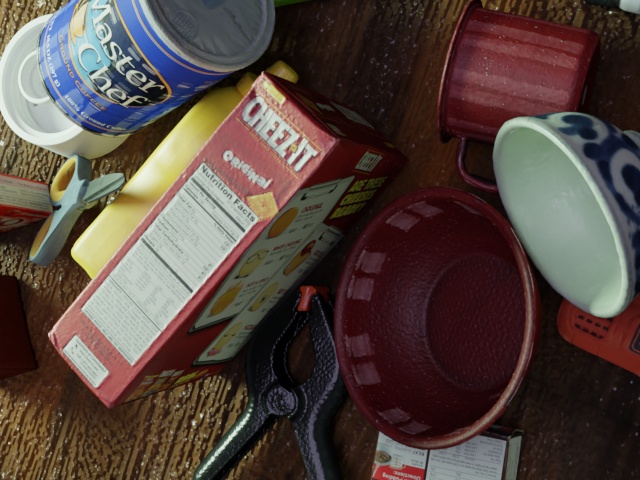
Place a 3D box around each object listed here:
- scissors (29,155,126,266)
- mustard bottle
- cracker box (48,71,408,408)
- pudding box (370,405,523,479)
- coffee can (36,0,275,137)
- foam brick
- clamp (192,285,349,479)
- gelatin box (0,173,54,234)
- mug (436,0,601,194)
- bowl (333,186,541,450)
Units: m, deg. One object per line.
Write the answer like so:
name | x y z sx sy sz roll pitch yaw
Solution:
scissors | -0.171 -0.015 0.740 0.016 0.202 0.096 23 92 -23
mustard bottle | -0.084 -0.047 0.739 0.058 0.096 0.192 46 103 18
cracker box | -0.055 0.001 0.687 0.072 0.164 0.214 44 103 13
pudding box | 0.077 0.170 0.694 0.090 0.039 0.113 9 92 22
coffee can | -0.112 -0.139 0.714 0.141 0.102 0.103 -20 78 47
foam brick | -0.263 0.070 0.827 0.053 0.051 0.078 -20 80 20
clamp | -0.030 0.115 0.740 0.120 0.039 0.171 3 85 16
gelatin box | -0.259 -0.025 0.811 0.073 0.089 0.030 -18 79 19
mug | 0.122 -0.086 0.663 0.081 0.093 0.117 15 87 17
bowl | 0.082 0.049 0.672 0.162 0.055 0.162 -9 77 45
